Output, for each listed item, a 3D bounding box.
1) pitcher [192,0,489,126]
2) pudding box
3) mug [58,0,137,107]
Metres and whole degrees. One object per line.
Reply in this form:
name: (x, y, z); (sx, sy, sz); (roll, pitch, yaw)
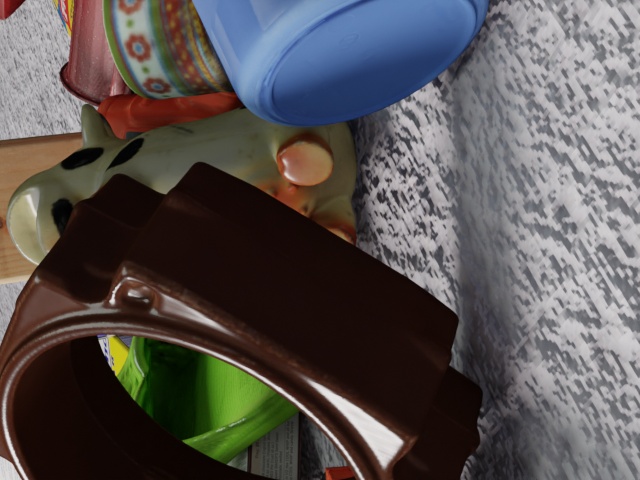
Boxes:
pitcher: (-0.033, -0.169, 0.458); (0.149, 0.144, 0.243); (-51, 56, 54)
pudding box: (-0.041, 0.169, 0.673); (0.090, 0.039, 0.113); (127, 147, -56)
mug: (-0.126, -0.136, 0.711); (0.117, 0.093, 0.082); (-90, 12, -57)
